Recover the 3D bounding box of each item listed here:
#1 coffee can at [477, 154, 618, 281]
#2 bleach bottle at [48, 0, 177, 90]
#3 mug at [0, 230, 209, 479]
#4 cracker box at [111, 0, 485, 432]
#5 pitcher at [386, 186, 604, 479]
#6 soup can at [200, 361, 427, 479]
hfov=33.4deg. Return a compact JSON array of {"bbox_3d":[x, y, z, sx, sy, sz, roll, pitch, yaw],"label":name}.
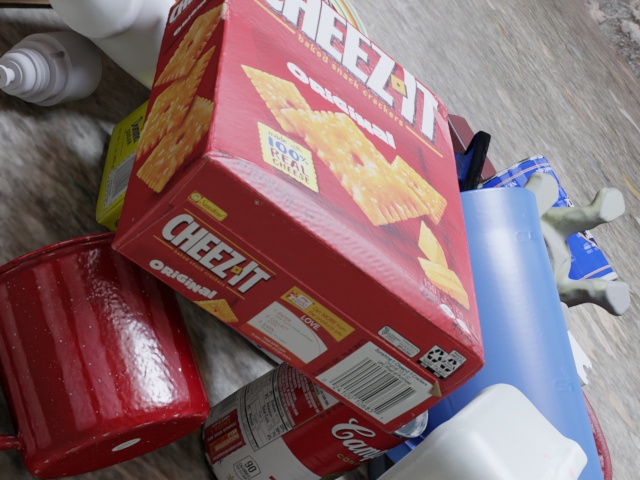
[{"bbox_3d":[0.210,0.002,1.045,0.140,0.103,0.102,61,26,12],"label":"coffee can"},{"bbox_3d":[-0.091,-0.124,0.651,0.102,0.068,0.250,62,14,14],"label":"bleach bottle"},{"bbox_3d":[-0.107,0.054,0.458,0.117,0.093,0.081,-11,71,-30],"label":"mug"},{"bbox_3d":[-0.003,-0.037,0.523,0.164,0.072,0.213,37,31,-25],"label":"cracker box"},{"bbox_3d":[0.092,0.097,0.654,0.145,0.149,0.243,87,-11,-75],"label":"pitcher"},{"bbox_3d":[-0.005,0.093,0.559,0.068,0.102,0.068,41,29,-29],"label":"soup can"}]
